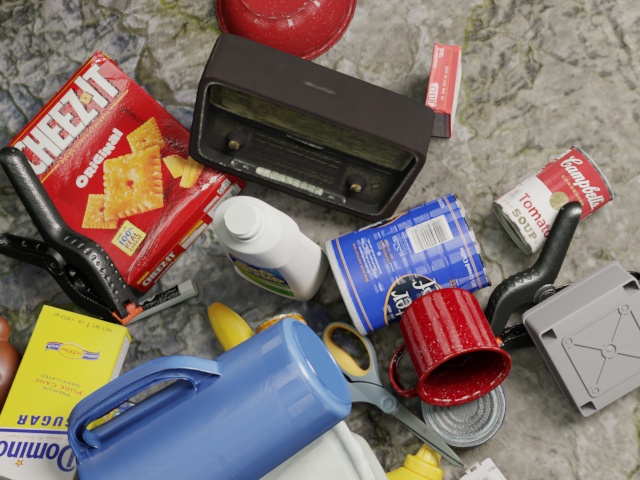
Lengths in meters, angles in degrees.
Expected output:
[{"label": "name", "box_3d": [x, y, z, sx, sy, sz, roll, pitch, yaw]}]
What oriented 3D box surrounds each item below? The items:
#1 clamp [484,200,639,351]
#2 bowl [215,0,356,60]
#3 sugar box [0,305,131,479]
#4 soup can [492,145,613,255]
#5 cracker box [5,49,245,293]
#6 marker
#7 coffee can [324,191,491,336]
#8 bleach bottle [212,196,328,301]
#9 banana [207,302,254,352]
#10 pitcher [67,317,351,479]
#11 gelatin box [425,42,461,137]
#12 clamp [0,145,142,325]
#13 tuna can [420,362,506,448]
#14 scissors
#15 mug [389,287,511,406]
[{"label": "clamp", "box_3d": [0.234, 0.055, 1.061, 0.120, 0.039, 0.172, 38, 105, -13]}, {"label": "bowl", "box_3d": [-0.042, -0.277, 1.171, 0.162, 0.055, 0.162, -2, 79, 8]}, {"label": "sugar box", "box_3d": [-0.262, 0.161, 1.064, 0.093, 0.048, 0.176, 14, 65, 4]}, {"label": "soup can", "box_3d": [0.233, -0.040, 1.076, 0.102, 0.068, 0.068, -35, 76, 2]}, {"label": "cracker box", "box_3d": [-0.214, -0.075, 1.150, 0.214, 0.072, 0.164, 42, 88, 14]}, {"label": "marker", "box_3d": [-0.189, 0.074, 1.145, 0.121, 0.020, 0.020, -24, 77, 4]}, {"label": "coffee can", "box_3d": [0.087, 0.024, 1.068, 0.140, 0.102, 0.103, -22, 77, 4]}, {"label": "bleach bottle", "box_3d": [-0.057, 0.001, 1.019, 0.103, 0.250, 0.068, 24, 83, 12]}, {"label": "banana", "box_3d": [-0.078, 0.159, 1.102, 0.069, 0.037, 0.198, -6, 78, 7]}, {"label": "pitcher", "box_3d": [-0.102, 0.170, 0.986, 0.243, 0.149, 0.145, -34, 76, 11]}, {"label": "gelatin box", "box_3d": [0.126, -0.154, 1.103, 0.030, 0.089, 0.073, 8, 81, 9]}, {"label": "clamp", "box_3d": [-0.267, 0.006, 1.102, 0.210, 0.165, 0.036, 36, 50, 17]}, {"label": "tuna can", "box_3d": [0.143, 0.165, 1.068, 0.086, 0.033, 0.086, -2, 79, 9]}, {"label": "scissors", "box_3d": [0.050, 0.170, 1.069, 0.096, 0.016, 0.202, -39, 62, 9]}, {"label": "mug", "box_3d": [0.116, 0.106, 1.027, 0.117, 0.093, 0.081, -37, 47, 20]}]
